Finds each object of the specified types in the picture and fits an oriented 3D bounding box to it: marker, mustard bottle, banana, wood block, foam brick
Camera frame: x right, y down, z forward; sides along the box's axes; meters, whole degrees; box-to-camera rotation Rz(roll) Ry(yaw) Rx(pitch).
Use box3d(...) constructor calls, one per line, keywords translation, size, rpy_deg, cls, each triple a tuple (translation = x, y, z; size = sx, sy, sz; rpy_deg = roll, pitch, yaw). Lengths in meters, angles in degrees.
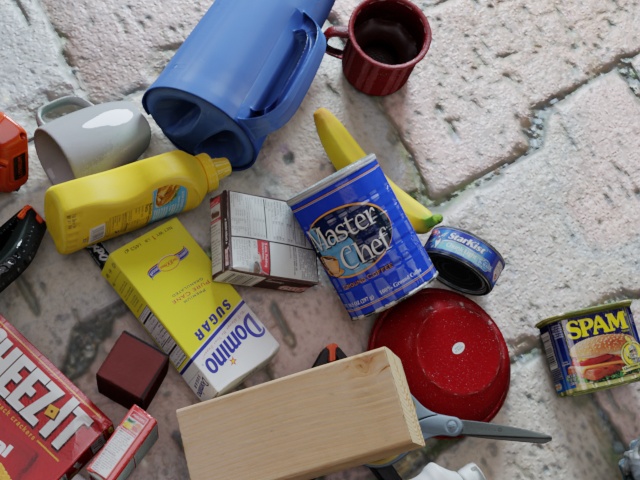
box3d(translation=(-0.230, 0.009, 1.101), size=(0.020, 0.020, 0.121), rpy_deg=(-35, 79, -18), cls="marker")
box3d(translation=(-0.178, -0.047, 1.074), size=(0.191, 0.096, 0.058), rpy_deg=(-20, 70, -23), cls="mustard bottle")
box3d(translation=(0.061, -0.065, 1.146), size=(0.037, 0.070, 0.198), rpy_deg=(-30, 60, -32), cls="banana")
box3d(translation=(-0.018, 0.176, 1.001), size=(0.206, 0.090, 0.091), rpy_deg=(-18, 73, 9), cls="wood block")
box3d(translation=(-0.182, 0.129, 1.036), size=(0.051, 0.078, 0.053), rpy_deg=(28, 67, 2), cls="foam brick")

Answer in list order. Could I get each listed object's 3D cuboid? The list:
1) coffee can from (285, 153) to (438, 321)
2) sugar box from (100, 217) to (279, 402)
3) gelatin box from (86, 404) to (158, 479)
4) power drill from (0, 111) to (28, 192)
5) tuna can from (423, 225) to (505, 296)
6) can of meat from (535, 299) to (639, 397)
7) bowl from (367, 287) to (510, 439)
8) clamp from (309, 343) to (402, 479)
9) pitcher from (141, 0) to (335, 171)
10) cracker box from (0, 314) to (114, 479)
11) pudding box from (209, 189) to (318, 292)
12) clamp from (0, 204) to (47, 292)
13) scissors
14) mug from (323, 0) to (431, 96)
box3d(translation=(0.042, -0.004, 1.086), size=(0.102, 0.103, 0.140), rpy_deg=(-30, 94, -17), cls="coffee can")
box3d(translation=(-0.129, 0.070, 1.070), size=(0.176, 0.048, 0.093), rpy_deg=(48, 51, 11), cls="sugar box")
box3d(translation=(-0.186, 0.199, 1.005), size=(0.030, 0.089, 0.073), rpy_deg=(34, 69, 5), cls="gelatin box")
box3d(translation=(-0.360, -0.042, 1.021), size=(0.057, 0.185, 0.187), rpy_deg=(36, 60, 4), cls="power drill")
box3d(translation=(0.148, 0.022, 1.121), size=(0.086, 0.086, 0.033), rpy_deg=(30, 71, 2), cls="tuna can")
box3d(translation=(0.289, 0.116, 1.127), size=(0.102, 0.057, 0.084), rpy_deg=(-10, 76, -12), cls="can of meat")
box3d(translation=(0.132, 0.119, 1.092), size=(0.162, 0.055, 0.162), rpy_deg=(5, 70, -15), cls="bowl")
box3d(translation=(0.010, 0.192, 1.065), size=(0.120, 0.039, 0.171), rpy_deg=(-11, 75, -20), cls="clamp")
box3d(translation=(-0.069, -0.203, 1.139), size=(0.149, 0.145, 0.242), rpy_deg=(28, 66, 0), cls="pitcher")
box3d(translation=(-0.324, 0.197, 0.993), size=(0.164, 0.072, 0.213), rpy_deg=(42, 69, 6), cls="cracker box")
box3d(translation=(-0.057, 0.001, 1.100), size=(0.113, 0.039, 0.090), rpy_deg=(11, 66, -36), cls="pudding box")
box3d(translation=(-0.343, 0.048, 1.035), size=(0.036, 0.165, 0.209), rpy_deg=(54, 44, -29), cls="clamp")
box3d(translation=(0.114, 0.196, 1.037), size=(0.202, 0.016, 0.096), rpy_deg=(22, 81, 8), cls="scissors")
box3d(translation=(0.058, -0.214, 1.190), size=(0.117, 0.081, 0.093), rpy_deg=(5, 70, -8), cls="mug")
